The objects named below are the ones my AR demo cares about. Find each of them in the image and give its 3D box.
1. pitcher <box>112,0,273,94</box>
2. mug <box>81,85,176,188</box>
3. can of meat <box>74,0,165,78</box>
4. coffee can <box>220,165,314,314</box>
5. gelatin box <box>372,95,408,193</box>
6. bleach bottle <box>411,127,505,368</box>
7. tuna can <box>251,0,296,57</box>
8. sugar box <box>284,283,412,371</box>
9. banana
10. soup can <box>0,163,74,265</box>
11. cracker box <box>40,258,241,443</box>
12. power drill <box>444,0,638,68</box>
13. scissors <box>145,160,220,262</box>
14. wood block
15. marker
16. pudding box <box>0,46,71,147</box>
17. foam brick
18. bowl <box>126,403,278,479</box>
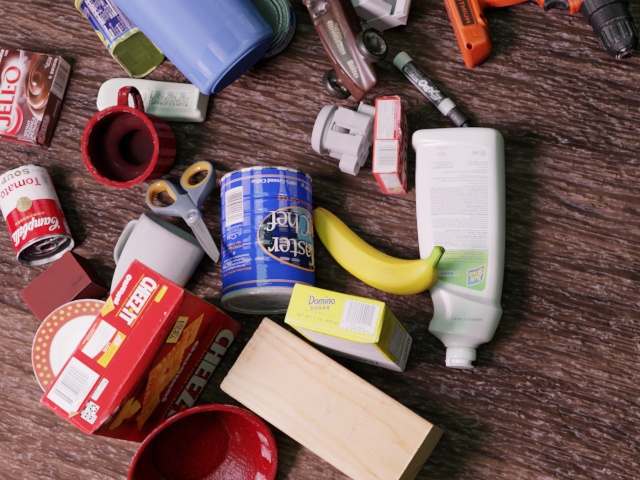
[{"bbox_3d":[-0.159,-0.292,1.200,0.149,0.144,0.243,-41,90,22],"label":"pitcher"},{"bbox_3d":[-0.217,-0.120,1.231,0.093,0.081,0.117,-4,93,13],"label":"mug"},{"bbox_3d":[-0.236,-0.252,1.276,0.057,0.102,0.084,-35,72,1],"label":"can of meat"},{"bbox_3d":[-0.058,0.001,1.161,0.103,0.102,0.140,-6,73,12],"label":"coffee can"},{"bbox_3d":[0.079,-0.104,1.173,0.030,0.073,0.089,0,74,12],"label":"gelatin box"},{"bbox_3d":[0.144,0.009,1.133,0.103,0.068,0.251,0,78,17],"label":"bleach bottle"},{"bbox_3d":[-0.073,-0.259,1.260,0.086,0.033,0.086,1,95,14],"label":"tuna can"},{"bbox_3d":[0.033,0.090,1.076,0.093,0.176,0.048,13,80,16],"label":"sugar box"},{"bbox_3d":[0.061,0.017,1.140,0.198,0.037,0.070,18,108,44],"label":"banana"},{"bbox_3d":[-0.338,-0.031,1.258,0.068,0.068,0.102,-26,70,5],"label":"soup can"},{"bbox_3d":[-0.174,0.123,1.097,0.072,0.213,0.164,31,84,17],"label":"cracker box"},{"bbox_3d":[0.241,-0.258,1.186,0.187,0.057,0.184,-19,68,5],"label":"power drill"},{"bbox_3d":[-0.129,-0.039,1.187,0.096,0.016,0.202,-41,38,-16],"label":"scissors"},{"bbox_3d":[0.012,0.175,1.103,0.206,0.090,0.090,31,84,19],"label":"wood block"},{"bbox_3d":[0.127,-0.168,1.207,0.020,0.020,0.121,-41,70,0],"label":"marker"},{"bbox_3d":[-0.367,-0.177,1.319,0.090,0.039,0.113,11,78,17],"label":"pudding box"},{"bbox_3d":[-0.294,0.059,1.230,0.078,0.051,0.053,-41,71,0],"label":"foam brick"},{"bbox_3d":[-0.128,0.230,1.113,0.162,0.162,0.055,-45,31,-1],"label":"bowl"}]
